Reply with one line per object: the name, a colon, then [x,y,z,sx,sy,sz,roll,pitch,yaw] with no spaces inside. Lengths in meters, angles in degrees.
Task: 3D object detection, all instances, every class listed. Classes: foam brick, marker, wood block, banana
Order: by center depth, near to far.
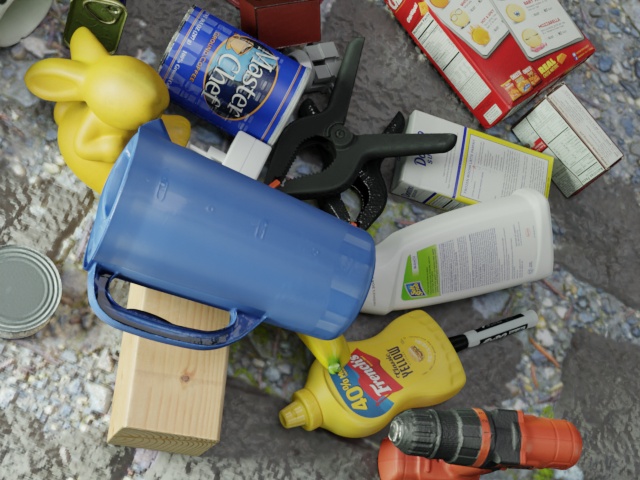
wood block: [-0.137,0.089,1.010,0.090,0.090,0.206,12,67,-16]
banana: [-0.025,0.062,1.059,0.037,0.069,0.198,-39,62,-6]
marker: [0.183,0.100,1.159,0.121,0.020,0.020,-15,76,-24]
foam brick: [-0.044,-0.245,1.176,0.078,0.051,0.053,-14,31,-20]

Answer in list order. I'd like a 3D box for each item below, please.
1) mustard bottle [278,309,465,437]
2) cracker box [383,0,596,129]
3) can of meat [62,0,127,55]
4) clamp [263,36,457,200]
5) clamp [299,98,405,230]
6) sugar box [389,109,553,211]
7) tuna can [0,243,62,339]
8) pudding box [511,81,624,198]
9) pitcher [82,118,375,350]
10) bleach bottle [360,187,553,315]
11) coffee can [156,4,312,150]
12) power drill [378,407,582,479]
mustard bottle: [0.045,0.144,1.071,0.191,0.058,0.096,-20,68,-24]
cracker box: [0.198,-0.259,1.271,0.164,0.072,0.214,-35,84,-27]
can of meat: [-0.227,-0.254,1.101,0.057,0.102,0.084,11,65,-16]
clamp: [0.030,-0.102,1.129,0.164,0.036,0.209,42,73,12]
clamp: [0.025,-0.080,1.162,0.120,0.039,0.171,12,64,-3]
sugar box: [0.172,-0.074,1.207,0.176,0.048,0.093,17,68,-10]
tuna can: [-0.288,0.049,1.003,0.086,0.034,0.086,7,69,-17]
pudding box: [0.285,-0.115,1.236,0.039,0.090,0.113,-38,85,-27]
pitcher: [-0.081,0.012,0.941,0.242,0.149,0.145,21,23,-16]
bleach bottle: [0.119,0.016,1.123,0.250,0.068,0.102,-11,104,-15]
coffee can: [-0.094,-0.167,1.114,0.140,0.103,0.102,28,64,-8]
power drill: [0.124,0.199,1.007,0.184,0.188,0.057,10,69,-18]
